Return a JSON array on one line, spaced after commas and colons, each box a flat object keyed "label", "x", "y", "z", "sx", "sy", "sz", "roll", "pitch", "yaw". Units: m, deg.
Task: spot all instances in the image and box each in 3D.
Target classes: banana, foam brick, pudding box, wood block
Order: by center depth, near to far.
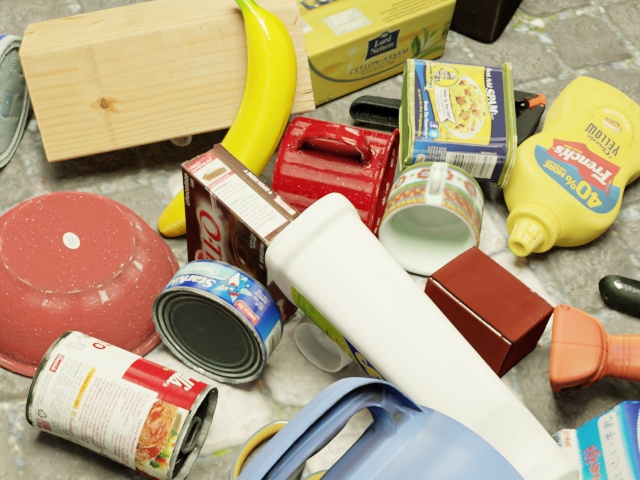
[{"label": "pudding box", "x": -0.055, "y": 0.001, "z": 0.746, "sx": 0.039, "sy": 0.113, "sz": 0.090, "roll": -35, "pitch": 62, "yaw": -29}, {"label": "foam brick", "x": 0.117, "y": 0.053, "z": 0.768, "sx": 0.078, "sy": 0.053, "sz": 0.051, "roll": 40, "pitch": 55, "yaw": 22}, {"label": "banana", "x": -0.061, "y": -0.085, "z": 0.786, "sx": 0.070, "sy": 0.198, "sz": 0.037, "roll": 23, "pitch": 15, "yaw": 11}, {"label": "wood block", "x": -0.117, "y": -0.134, "z": 0.826, "sx": 0.206, "sy": 0.091, "sz": 0.090, "roll": -11, "pitch": 26, "yaw": -5}]

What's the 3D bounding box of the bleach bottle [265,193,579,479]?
[{"label": "bleach bottle", "x": 0.073, "y": 0.086, "z": 0.654, "sx": 0.068, "sy": 0.102, "sz": 0.251, "roll": -41, "pitch": 71, "yaw": -7}]

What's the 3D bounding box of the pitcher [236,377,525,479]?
[{"label": "pitcher", "x": 0.001, "y": 0.200, "z": 0.567, "sx": 0.149, "sy": 0.145, "sz": 0.242, "roll": 39, "pitch": 57, "yaw": 22}]

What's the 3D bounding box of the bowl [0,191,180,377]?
[{"label": "bowl", "x": -0.177, "y": 0.017, "z": 0.751, "sx": 0.162, "sy": 0.055, "sz": 0.162, "roll": 5, "pitch": 49, "yaw": -6}]

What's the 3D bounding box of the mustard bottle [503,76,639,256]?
[{"label": "mustard bottle", "x": 0.202, "y": -0.051, "z": 0.866, "sx": 0.096, "sy": 0.058, "sz": 0.191, "roll": 41, "pitch": 54, "yaw": 2}]

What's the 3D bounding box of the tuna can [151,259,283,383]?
[{"label": "tuna can", "x": -0.068, "y": 0.054, "z": 0.715, "sx": 0.086, "sy": 0.086, "sz": 0.033, "roll": 24, "pitch": 49, "yaw": 12}]

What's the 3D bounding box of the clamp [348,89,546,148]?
[{"label": "clamp", "x": 0.120, "y": -0.084, "z": 0.899, "sx": 0.171, "sy": 0.039, "sz": 0.120, "roll": -11, "pitch": 63, "yaw": -14}]

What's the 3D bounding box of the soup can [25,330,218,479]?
[{"label": "soup can", "x": -0.124, "y": 0.105, "z": 0.673, "sx": 0.102, "sy": 0.068, "sz": 0.068, "roll": 20, "pitch": 49, "yaw": 9}]

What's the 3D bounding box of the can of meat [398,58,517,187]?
[{"label": "can of meat", "x": 0.107, "y": -0.095, "z": 0.848, "sx": 0.084, "sy": 0.057, "sz": 0.102, "roll": 4, "pitch": 58, "yaw": -3}]

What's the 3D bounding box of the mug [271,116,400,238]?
[{"label": "mug", "x": 0.010, "y": -0.053, "z": 0.805, "sx": 0.081, "sy": 0.117, "sz": 0.093, "roll": 13, "pitch": 69, "yaw": 8}]
